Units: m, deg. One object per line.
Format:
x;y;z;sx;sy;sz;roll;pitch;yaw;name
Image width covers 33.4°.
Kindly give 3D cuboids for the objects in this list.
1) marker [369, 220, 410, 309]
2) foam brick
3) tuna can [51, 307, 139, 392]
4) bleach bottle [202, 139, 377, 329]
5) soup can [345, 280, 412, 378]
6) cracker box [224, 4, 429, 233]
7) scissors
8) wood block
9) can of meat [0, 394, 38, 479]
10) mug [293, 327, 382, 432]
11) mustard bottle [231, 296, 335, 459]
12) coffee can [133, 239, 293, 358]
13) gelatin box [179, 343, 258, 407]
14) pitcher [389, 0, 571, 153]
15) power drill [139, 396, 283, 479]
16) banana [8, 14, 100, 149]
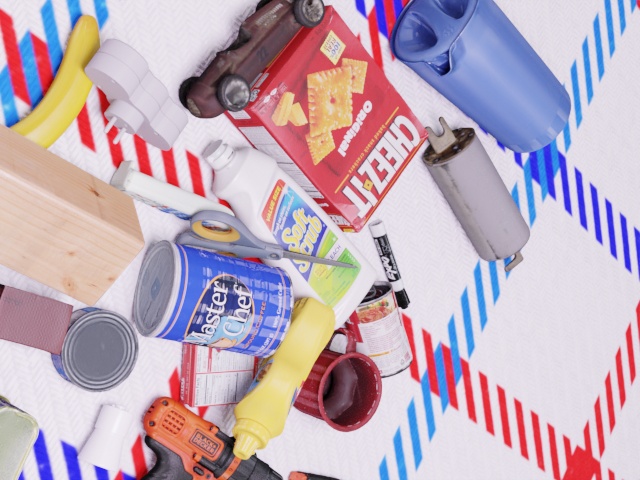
0.088;0.032;1.340;0.020;0.020;0.121;-31;111;-30;marker
-0.293;0.076;1.049;0.078;0.051;0.053;23;80;-35;foam brick
-0.234;0.112;1.106;0.085;0.034;0.086;-3;96;-36;tuna can
-0.045;-0.012;1.215;0.250;0.068;0.102;47;72;-26;bleach bottle
0.069;0.109;1.303;0.068;0.069;0.102;-28;110;-31;soup can
0.012;-0.138;1.237;0.213;0.072;0.164;48;68;-30;cracker box
-0.058;0.001;1.152;0.201;0.096;0.016;2;57;-1;scissors
-0.278;-0.033;1.004;0.205;0.091;0.090;31;110;-35;wood block
-0.320;0.200;1.020;0.057;0.084;0.102;30;77;-34;can of meat
0.014;0.160;1.259;0.093;0.082;0.117;10;89;-36;mug
-0.047;0.157;1.174;0.058;0.096;0.191;31;54;-2;mustard bottle
-0.114;0.064;1.136;0.140;0.103;0.103;14;86;-29;coffee can
-0.113;0.147;1.198;0.089;0.030;0.073;1;94;-37;gelatin box
0.211;-0.223;1.350;0.242;0.145;0.149;36;85;-36;pitcher
-0.147;0.288;1.151;0.184;0.057;0.187;37;70;-14;power drill
-0.272;-0.137;1.054;0.197;0.037;0.069;-51;122;-21;banana
